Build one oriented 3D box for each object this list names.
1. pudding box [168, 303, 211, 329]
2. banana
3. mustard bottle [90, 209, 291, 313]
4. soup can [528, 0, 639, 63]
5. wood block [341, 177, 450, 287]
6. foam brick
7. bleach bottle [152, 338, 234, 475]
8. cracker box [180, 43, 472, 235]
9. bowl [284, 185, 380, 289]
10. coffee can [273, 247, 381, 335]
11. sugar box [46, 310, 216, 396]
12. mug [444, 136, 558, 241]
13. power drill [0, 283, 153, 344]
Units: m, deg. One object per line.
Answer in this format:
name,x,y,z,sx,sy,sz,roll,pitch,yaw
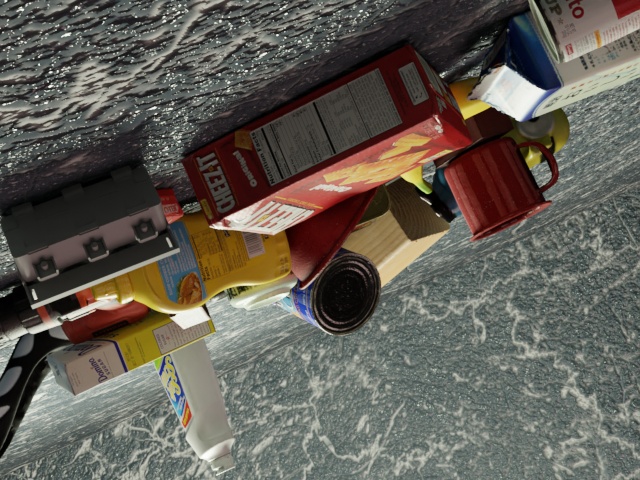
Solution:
pudding box,-0.152,0.043,1.137,0.039,0.090,0.113,-23,171,-3
banana,0.114,-0.110,1.047,0.069,0.037,0.198,8,152,-16
mustard bottle,-0.128,0.017,1.026,0.191,0.096,0.058,-20,-169,-21
soup can,0.216,-0.187,0.815,0.102,0.068,0.068,-25,171,10
wood block,0.060,0.012,1.410,0.090,0.090,0.206,-15,159,-47
foam brick,0.150,-0.117,1.104,0.052,0.051,0.078,-17,169,-39
bleach bottle,-0.173,0.193,1.445,0.067,0.251,0.103,-18,169,-33
cracker box,0.012,-0.077,0.920,0.214,0.072,0.164,-25,171,14
bowl,0.004,-0.031,1.085,0.162,0.055,0.162,-55,-174,8
coffee can,-0.006,0.049,1.324,0.102,0.103,0.141,-19,-157,-29
sugar box,-0.218,0.118,1.224,0.176,0.048,0.093,-21,-170,-24
mug,0.189,-0.060,1.102,0.117,0.081,0.093,-30,170,31
power drill,-0.259,0.069,1.120,0.184,0.057,0.187,-21,172,-3
